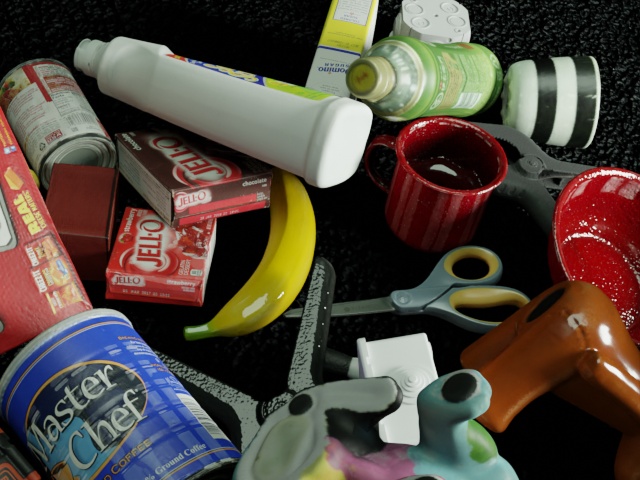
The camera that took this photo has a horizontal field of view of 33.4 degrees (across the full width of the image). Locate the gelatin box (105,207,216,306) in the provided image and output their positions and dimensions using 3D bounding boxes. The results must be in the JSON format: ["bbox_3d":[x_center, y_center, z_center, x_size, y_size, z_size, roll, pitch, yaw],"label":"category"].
[{"bbox_3d":[-0.121,0.012,0.820,0.073,0.030,0.089,6,34,-2],"label":"gelatin box"}]

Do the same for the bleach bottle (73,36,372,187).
[{"bbox_3d":[-0.090,-0.114,0.860,0.251,0.068,0.102,20,14,16],"label":"bleach bottle"}]

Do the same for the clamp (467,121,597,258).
[{"bbox_3d":[0.184,-0.049,0.946,0.171,0.039,0.120,23,45,10],"label":"clamp"}]

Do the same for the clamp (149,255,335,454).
[{"bbox_3d":[-0.038,0.121,0.732,0.164,0.036,0.210,-18,62,-7],"label":"clamp"}]

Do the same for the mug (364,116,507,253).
[{"bbox_3d":[0.090,-0.048,0.895,0.117,0.082,0.093,24,48,11],"label":"mug"}]

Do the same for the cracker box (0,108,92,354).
[{"bbox_3d":[-0.286,0.019,0.712,0.213,0.072,0.164,-28,99,-31],"label":"cracker box"}]

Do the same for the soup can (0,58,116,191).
[{"bbox_3d":[-0.219,-0.094,0.885,0.068,0.068,0.102,-18,54,-26],"label":"soup can"}]

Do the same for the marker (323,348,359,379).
[{"bbox_3d":[0.052,0.103,0.790,0.121,0.020,0.020,16,47,4],"label":"marker"}]

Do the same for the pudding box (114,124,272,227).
[{"bbox_3d":[-0.105,-0.057,0.870,0.089,0.039,0.114,-13,33,-31],"label":"pudding box"}]

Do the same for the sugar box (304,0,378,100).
[{"bbox_3d":[0.015,-0.151,0.968,0.048,0.093,0.176,14,46,4],"label":"sugar box"}]

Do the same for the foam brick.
[{"bbox_3d":[-0.186,-0.014,0.828,0.051,0.053,0.078,5,46,-8],"label":"foam brick"}]

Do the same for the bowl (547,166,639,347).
[{"bbox_3d":[0.240,0.023,0.858,0.162,0.055,0.162,12,59,-21],"label":"bowl"}]

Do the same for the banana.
[{"bbox_3d":[-0.040,0.010,0.846,0.069,0.037,0.197,20,47,7],"label":"banana"}]

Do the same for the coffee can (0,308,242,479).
[{"bbox_3d":[-0.124,0.127,0.675,0.102,0.103,0.140,-28,59,-32],"label":"coffee can"}]

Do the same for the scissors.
[{"bbox_3d":[0.071,0.036,0.859,0.201,0.016,0.096,6,45,-5],"label":"scissors"}]
